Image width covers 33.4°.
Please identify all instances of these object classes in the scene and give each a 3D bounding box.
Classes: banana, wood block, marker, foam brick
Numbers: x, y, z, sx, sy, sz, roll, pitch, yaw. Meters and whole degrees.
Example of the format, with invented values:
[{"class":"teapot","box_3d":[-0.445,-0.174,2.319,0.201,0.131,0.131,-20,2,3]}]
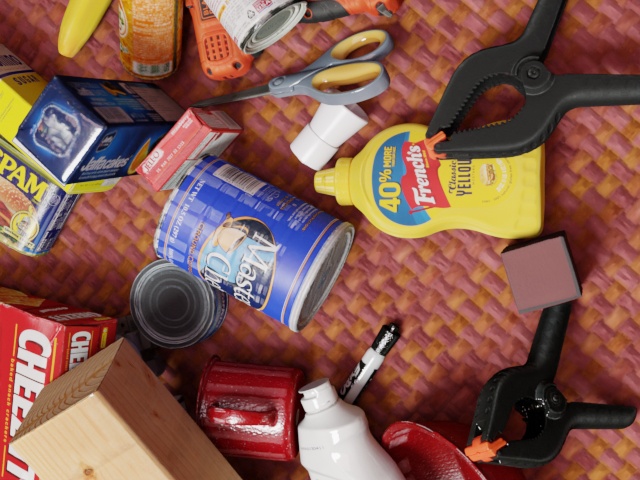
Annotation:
[{"class":"banana","box_3d":[-0.180,-0.247,0.941,0.037,0.069,0.198,29,128,-23]},{"class":"wood block","box_3d":[-0.137,0.195,0.856,0.091,0.090,0.206,-32,107,16]},{"class":"marker","box_3d":[0.034,0.124,0.944,0.020,0.020,0.121,34,102,9]},{"class":"foam brick","box_3d":[0.180,0.024,0.866,0.053,0.078,0.051,-18,90,13]}]

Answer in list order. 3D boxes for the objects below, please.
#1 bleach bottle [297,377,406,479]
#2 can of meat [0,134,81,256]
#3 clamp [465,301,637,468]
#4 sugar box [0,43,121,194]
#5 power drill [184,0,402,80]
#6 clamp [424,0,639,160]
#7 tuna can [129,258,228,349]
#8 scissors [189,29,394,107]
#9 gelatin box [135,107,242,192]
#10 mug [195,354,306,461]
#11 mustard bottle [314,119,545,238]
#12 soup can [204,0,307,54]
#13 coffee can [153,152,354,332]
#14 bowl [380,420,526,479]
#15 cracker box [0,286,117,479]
[{"class":"bleach bottle","box_3d":[0.049,0.235,0.903,0.103,0.067,0.251,-19,96,48]},{"class":"can of meat","box_3d":[-0.278,-0.045,0.993,0.102,0.057,0.084,35,105,10]},{"class":"clamp","box_3d":[0.184,0.134,0.848,0.120,0.171,0.039,48,145,3]},{"class":"sugar box","box_3d":[-0.258,-0.114,0.962,0.176,0.093,0.048,42,103,7]},{"class":"power drill","box_3d":[-0.031,-0.243,0.911,0.188,0.057,0.184,-10,92,17]},{"class":"clamp","box_3d":[0.179,-0.122,0.841,0.210,0.036,0.165,-40,70,1]},{"class":"tuna can","box_3d":[-0.130,0.055,0.973,0.086,0.033,0.086,1,95,15]},{"class":"scissors","box_3d":[-0.019,-0.147,0.928,0.202,0.096,0.016,6,140,39]},{"class":"gelatin box","box_3d":[-0.113,-0.080,0.928,0.030,0.089,0.073,45,104,7]},{"class":"mug","box_3d":[-0.060,0.148,0.924,0.081,0.117,0.093,3,83,10]},{"class":"mustard bottle","box_3d":[0.089,-0.050,0.893,0.192,0.058,0.096,0,86,16]},{"class":"soup can","box_3d":[-0.065,-0.210,0.858,0.068,0.068,0.102,-38,85,15]},{"class":"coffee can","box_3d":[-0.056,0.001,0.913,0.140,0.102,0.103,28,101,11]},{"class":"bowl","box_3d":[0.123,0.207,0.883,0.055,0.162,0.162,-30,86,-28]},{"class":"cracker box","box_3d":[-0.290,0.131,0.970,0.214,0.071,0.164,12,98,35]}]
